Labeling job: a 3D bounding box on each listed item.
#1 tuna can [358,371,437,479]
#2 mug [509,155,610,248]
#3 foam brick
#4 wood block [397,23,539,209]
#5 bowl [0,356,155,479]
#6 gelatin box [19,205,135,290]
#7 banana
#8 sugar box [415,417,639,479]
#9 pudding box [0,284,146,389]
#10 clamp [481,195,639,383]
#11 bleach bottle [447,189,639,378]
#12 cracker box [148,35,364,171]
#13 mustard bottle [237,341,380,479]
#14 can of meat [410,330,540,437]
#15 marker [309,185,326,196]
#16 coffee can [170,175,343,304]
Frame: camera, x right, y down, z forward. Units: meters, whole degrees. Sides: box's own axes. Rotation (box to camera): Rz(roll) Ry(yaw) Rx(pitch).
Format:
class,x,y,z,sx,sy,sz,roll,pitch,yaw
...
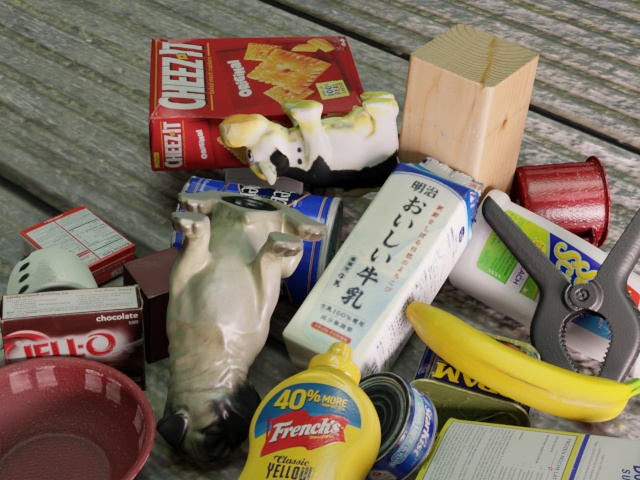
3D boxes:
class,x,y,z,sx,sy,sz,roll,pitch,yaw
tuna can,0.046,0.145,0.821,0.086,0.033,0.086,-30,38,27
mug,0.237,-0.027,1.059,0.081,0.093,0.117,-4,50,-3
foam brick,-0.137,0.056,0.923,0.051,0.078,0.053,-17,43,-27
wood block,0.134,-0.087,1.026,0.090,0.206,0.090,28,43,27
bowl,-0.204,0.161,0.800,0.162,0.055,0.162,2,38,-2
gelatin box,-0.230,0.009,1.013,0.073,0.030,0.089,-28,48,-36
banana,0.155,0.100,0.836,0.198,0.037,0.069,21,17,8
sugar box,0.162,0.182,0.776,0.176,0.048,0.093,5,36,29
pudding box,-0.200,0.084,0.870,0.113,0.090,0.039,-6,38,-14
clamp,0.234,0.043,0.908,0.165,0.036,0.210,-14,72,18
bleach bottle,0.244,0.050,0.961,0.251,0.068,0.102,27,77,25
cracker box,-0.066,-0.145,1.089,0.213,0.072,0.164,-2,38,-7
mustard bottle,-0.008,0.152,0.773,0.096,0.058,0.191,1,46,20
can of meat,0.127,0.120,0.883,0.102,0.057,0.083,14,36,12
marker,0.004,-0.086,1.165,0.020,0.020,0.121,7,38,4
coffee can,-0.056,0.001,0.979,0.140,0.103,0.102,9,38,6
